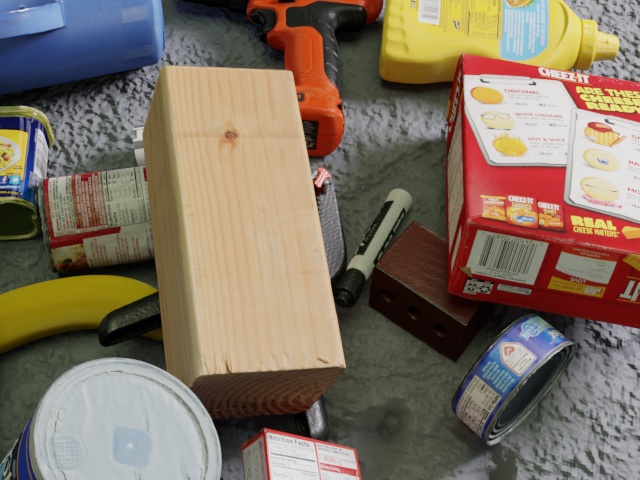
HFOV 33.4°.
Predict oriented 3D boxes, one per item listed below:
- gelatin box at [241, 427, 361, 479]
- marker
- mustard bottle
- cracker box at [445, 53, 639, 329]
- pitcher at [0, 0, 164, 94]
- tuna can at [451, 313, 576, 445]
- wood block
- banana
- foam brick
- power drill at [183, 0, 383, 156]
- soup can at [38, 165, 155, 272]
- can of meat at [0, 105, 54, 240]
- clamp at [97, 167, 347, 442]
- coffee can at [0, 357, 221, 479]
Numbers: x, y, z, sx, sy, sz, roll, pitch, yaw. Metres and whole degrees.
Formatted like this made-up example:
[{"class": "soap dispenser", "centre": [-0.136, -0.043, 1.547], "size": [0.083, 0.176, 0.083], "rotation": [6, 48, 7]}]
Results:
[{"class": "gelatin box", "centre": [-0.008, 0.164, 0.646], "size": [0.073, 0.030, 0.089], "rotation": [18, 45, -33]}, {"class": "marker", "centre": [0.037, 0.005, 0.765], "size": [0.020, 0.020, 0.121], "rotation": [21, 46, 12]}, {"class": "mustard bottle", "centre": [0.146, -0.167, 0.873], "size": [0.191, 0.058, 0.096], "rotation": [6, 58, 2]}, {"class": "cracker box", "centre": [0.172, -0.038, 0.747], "size": [0.164, 0.072, 0.213], "rotation": [10, 39, -1]}, {"class": "pitcher", "centre": [-0.246, -0.172, 0.820], "size": [0.242, 0.145, 0.149], "rotation": [-10, 62, -12]}, {"class": "tuna can", "centre": [0.124, 0.089, 0.688], "size": [0.086, 0.086, 0.034], "rotation": [-38, 64, -23]}, {"class": "wood block", "centre": [-0.054, 0.001, 0.677], "size": [0.090, 0.090, 0.206], "rotation": [-1, 64, -19]}, {"class": "banana", "centre": [-0.182, 0.058, 0.728], "size": [0.197, 0.037, 0.069], "rotation": [-6, 57, -5]}, {"class": "foam brick", "centre": [0.079, 0.034, 0.742], "size": [0.078, 0.053, 0.051], "rotation": [33, 62, 19]}, {"class": "power drill", "centre": [-0.043, -0.160, 0.863], "size": [0.184, 0.057, 0.187], "rotation": [5, 57, 1]}, {"class": "soup can", "centre": [-0.144, -0.018, 0.761], "size": [0.102, 0.068, 0.068], "rotation": [-8, 57, -8]}, {"class": "can of meat", "centre": [-0.252, -0.048, 0.785], "size": [0.102, 0.057, 0.084], "rotation": [-2, 59, -2]}, {"class": "clamp", "centre": [-0.030, 0.036, 0.742], "size": [0.164, 0.036, 0.209], "rotation": [34, 55, 1]}, {"class": "coffee can", "centre": [-0.130, 0.143, 0.594], "size": [0.102, 0.141, 0.103], "rotation": [18, 48, -22]}]
